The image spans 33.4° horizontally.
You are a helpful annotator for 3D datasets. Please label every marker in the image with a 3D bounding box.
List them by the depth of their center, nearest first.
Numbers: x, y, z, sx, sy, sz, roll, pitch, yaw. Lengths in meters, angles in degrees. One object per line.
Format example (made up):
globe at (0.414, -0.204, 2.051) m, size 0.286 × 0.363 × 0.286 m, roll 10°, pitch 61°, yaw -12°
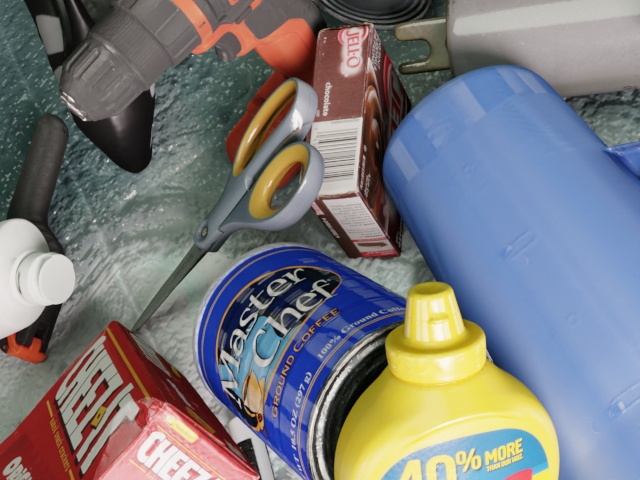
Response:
marker at (-0.028, 0.154, 0.591) m, size 0.020 × 0.020 × 0.121 m, roll -23°, pitch 59°, yaw 8°

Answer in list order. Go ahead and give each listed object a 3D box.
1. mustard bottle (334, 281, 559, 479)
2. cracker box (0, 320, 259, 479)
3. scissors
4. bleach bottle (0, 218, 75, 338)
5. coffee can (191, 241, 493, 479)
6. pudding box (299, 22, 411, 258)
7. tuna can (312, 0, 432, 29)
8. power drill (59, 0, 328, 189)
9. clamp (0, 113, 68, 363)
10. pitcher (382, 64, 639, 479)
mustard bottle at (0.056, 0.110, 0.458) m, size 0.096 × 0.191 × 0.058 m, roll -11°, pitch 17°, yaw -11°
cracker box at (-0.147, 0.156, 0.559) m, size 0.213 × 0.072 × 0.164 m, roll -49°, pitch 22°, yaw -6°
scissors at (-0.054, 0.001, 0.614) m, size 0.202 × 0.016 × 0.096 m, roll -58°, pitch 34°, yaw 18°
bleach bottle at (-0.254, 0.010, 0.687) m, size 0.251 × 0.068 × 0.102 m, roll 2°, pitch 80°, yaw 34°
coffee can at (0.008, 0.067, 0.540) m, size 0.103 × 0.102 × 0.140 m, roll -50°, pitch 31°, yaw -8°
pudding box at (0.024, -0.057, 0.633) m, size 0.039 × 0.090 × 0.113 m, roll -2°, pitch 66°, yaw 21°
tuna can at (0.033, -0.176, 0.690) m, size 0.086 × 0.086 × 0.033 m, roll 5°, pitch 65°, yaw 22°
power drill at (-0.050, -0.106, 0.628) m, size 0.057 × 0.187 × 0.184 m, roll 38°, pitch 81°, yaw 29°
clamp at (-0.220, 0.005, 0.725) m, size 0.120 × 0.039 × 0.171 m, roll -20°, pitch 62°, yaw 25°
pitcher at (0.137, 0.018, 0.533) m, size 0.149 × 0.145 × 0.243 m, roll -16°, pitch 54°, yaw -19°
